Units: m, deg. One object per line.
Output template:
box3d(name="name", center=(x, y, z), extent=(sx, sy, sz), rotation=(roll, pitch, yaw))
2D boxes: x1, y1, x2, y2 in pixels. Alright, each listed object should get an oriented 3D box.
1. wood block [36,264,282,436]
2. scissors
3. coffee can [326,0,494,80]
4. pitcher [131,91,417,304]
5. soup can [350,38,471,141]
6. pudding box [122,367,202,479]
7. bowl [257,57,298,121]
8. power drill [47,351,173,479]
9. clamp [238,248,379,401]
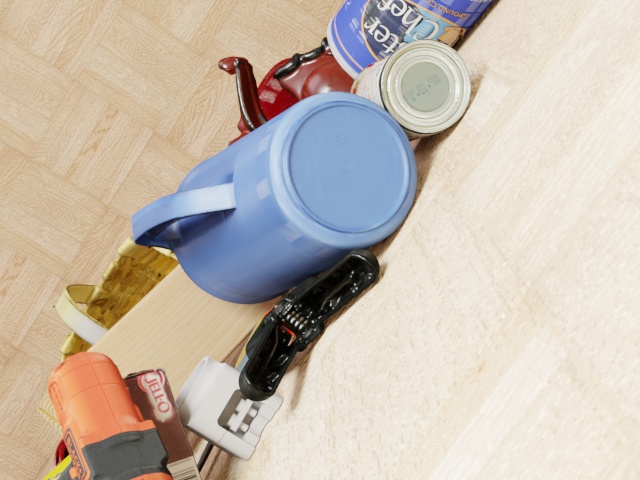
box3d(name="wood block", center=(-0.140, 0.100, 0.950), extent=(0.205, 0.091, 0.090), rotation=(-46, 1, -33))
box3d(name="scissors", center=(-0.060, 0.116, 0.853), extent=(0.096, 0.016, 0.201), rotation=(-51, 11, 37))
box3d(name="coffee can", center=(0.083, -0.205, 0.912), extent=(0.141, 0.102, 0.102), rotation=(-49, 12, 43))
box3d(name="pitcher", center=(-0.034, -0.028, 0.806), extent=(0.149, 0.145, 0.243), rotation=(-52, 10, -20))
box3d(name="soup can", center=(0.064, -0.107, 0.783), extent=(0.068, 0.068, 0.102), rotation=(-58, 9, -5))
box3d(name="pudding box", center=(-0.118, 0.154, 0.742), extent=(0.039, 0.113, 0.090), rotation=(-13, -15, -26))
box3d(name="bowl", center=(-0.026, -0.107, 1.124), extent=(0.162, 0.055, 0.162), rotation=(-30, 54, 54))
box3d(name="power drill", center=(-0.136, 0.191, 0.687), extent=(0.184, 0.057, 0.188), rotation=(60, 142, 32))
box3d(name="clamp", center=(-0.011, 0.050, 0.740), extent=(0.120, 0.039, 0.171), rotation=(-41, 6, -1))
